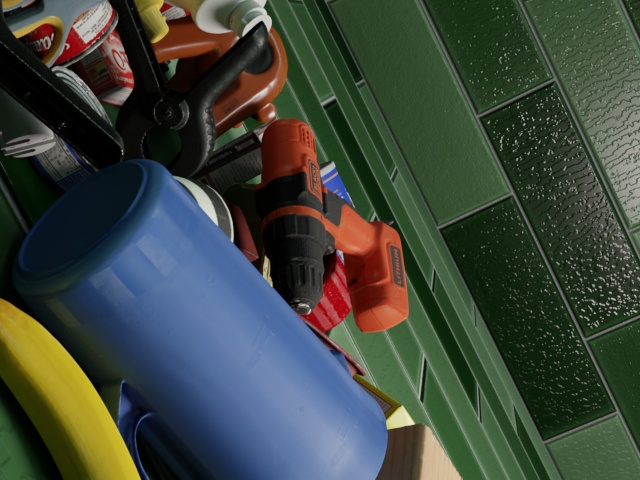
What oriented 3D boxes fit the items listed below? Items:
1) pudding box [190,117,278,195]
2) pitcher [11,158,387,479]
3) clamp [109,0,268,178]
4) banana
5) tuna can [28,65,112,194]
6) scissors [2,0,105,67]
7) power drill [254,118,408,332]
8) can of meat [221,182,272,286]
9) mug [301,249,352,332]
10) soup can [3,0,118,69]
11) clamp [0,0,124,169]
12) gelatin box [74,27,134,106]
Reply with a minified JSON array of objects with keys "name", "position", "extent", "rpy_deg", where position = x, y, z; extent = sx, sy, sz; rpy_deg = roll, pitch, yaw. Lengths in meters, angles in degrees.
[{"name":"pudding box","position":[-0.079,-0.074,1.002],"extent":[0.039,0.090,0.113],"rpy_deg":[61,13,-7]},{"name":"pitcher","position":[-0.075,0.078,0.645],"extent":[0.242,0.145,0.149],"rpy_deg":[53,4,-30]},{"name":"clamp","position":[-0.105,-0.108,0.829],"extent":[0.039,0.120,0.171],"rpy_deg":[-71,168,-62]},{"name":"banana","position":[-0.121,0.118,0.543],"extent":[0.198,0.037,0.069],"rpy_deg":[67,12,11]},{"name":"tuna can","position":[-0.172,-0.073,0.726],"extent":[0.086,0.034,0.086],"rpy_deg":[59,13,-23]},{"name":"scissors","position":[-0.169,-0.181,0.719],"extent":[0.201,0.016,0.096],"rpy_deg":[-51,123,-34]},{"name":"power drill","position":[0.012,0.009,0.918],"extent":[0.187,0.057,0.184],"rpy_deg":[44,35,-49]},{"name":"can of meat","position":[-0.056,0.001,0.956],"extent":[0.083,0.057,0.102],"rpy_deg":[15,82,-72]},{"name":"mug","position":[-0.023,0.035,1.057],"extent":[0.117,0.093,0.081],"rpy_deg":[28,-19,37]},{"name":"soup can","position":[-0.199,-0.180,0.750],"extent":[0.102,0.068,0.068],"rpy_deg":[56,15,-35]},{"name":"clamp","position":[-0.213,-0.120,0.594],"extent":[0.210,0.036,0.164],"rpy_deg":[57,28,8]},{"name":"gelatin box","position":[-0.176,-0.151,0.883],"extent":[0.073,0.030,0.089],"rpy_deg":[65,12,3]}]
